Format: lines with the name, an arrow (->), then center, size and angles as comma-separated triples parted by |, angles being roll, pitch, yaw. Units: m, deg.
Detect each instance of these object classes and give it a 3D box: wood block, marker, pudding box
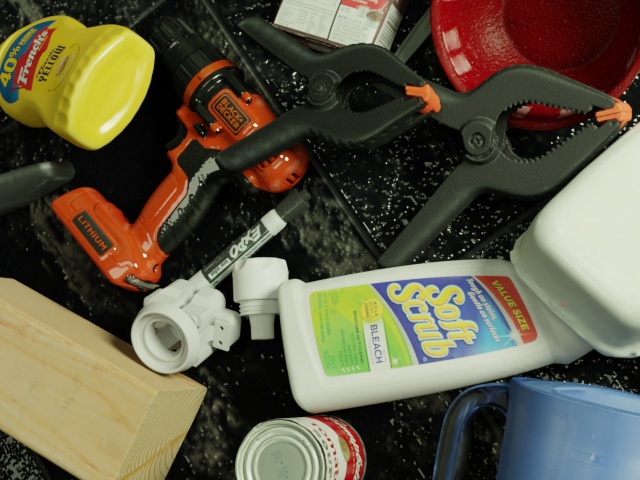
wood block -> -0.209, 0.110, 0.842 | 0.206, 0.090, 0.090 | 26, 92, 19
marker -> -0.055, 0.001, 0.845 | 0.121, 0.020, 0.020 | -41, 73, 9
pudding box -> 0.024, -0.201, 0.838 | 0.090, 0.039, 0.113 | 21, 87, 22

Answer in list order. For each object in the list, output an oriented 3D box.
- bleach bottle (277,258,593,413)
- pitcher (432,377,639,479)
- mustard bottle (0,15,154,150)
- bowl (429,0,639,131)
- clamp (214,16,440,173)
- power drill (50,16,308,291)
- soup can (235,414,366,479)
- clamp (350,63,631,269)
bleach bottle -> 0.100, 0.053, 0.766 | 0.251, 0.068, 0.102 | -14, 69, 12
pitcher -> 0.156, 0.213, 0.695 | 0.144, 0.149, 0.243 | 13, 89, -22
mustard bottle -> -0.216, -0.136, 0.872 | 0.192, 0.058, 0.096 | 21, 82, 47
bowl -> 0.162, -0.162, 0.761 | 0.162, 0.055, 0.162 | 9, 109, 28
clamp -> 0.001, -0.114, 0.777 | 0.172, 0.039, 0.120 | -4, 84, 20
power drill -> -0.126, -0.066, 0.858 | 0.188, 0.057, 0.184 | -45, 69, 9
soup can -> -0.013, 0.160, 0.765 | 0.069, 0.102, 0.068 | -3, 81, 18
clamp -> 0.111, -0.080, 0.760 | 0.210, 0.036, 0.164 | -18, 89, 30
